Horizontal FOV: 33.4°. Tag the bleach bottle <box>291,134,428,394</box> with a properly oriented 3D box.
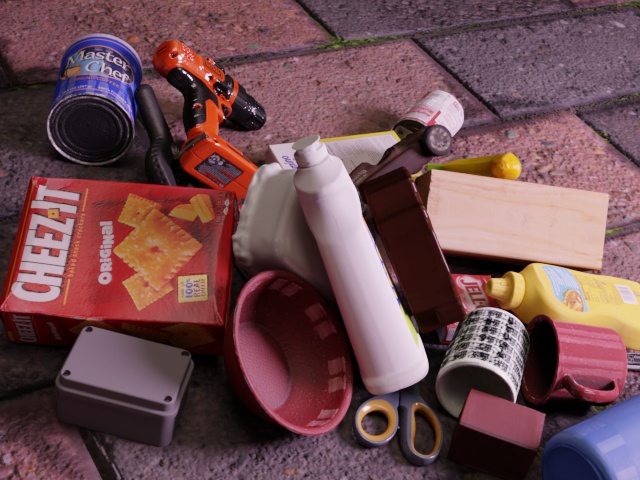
[{"bbox_3d":[0.031,0.019,1.026,0.068,0.251,0.102,-21,23,4],"label":"bleach bottle"}]

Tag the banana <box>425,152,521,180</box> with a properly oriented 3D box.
[{"bbox_3d":[0.198,-0.083,1.283,0.069,0.037,0.198,-9,4,-19],"label":"banana"}]

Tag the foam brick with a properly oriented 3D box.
[{"bbox_3d":[0.167,0.187,1.019,0.078,0.053,0.051,19,39,6],"label":"foam brick"}]

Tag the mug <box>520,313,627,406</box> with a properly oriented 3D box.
[{"bbox_3d":[0.261,0.130,1.079,0.081,0.093,0.117,8,18,-14],"label":"mug"}]

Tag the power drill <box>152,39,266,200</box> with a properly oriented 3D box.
[{"bbox_3d":[-0.121,-0.139,1.296,0.184,0.057,0.188,31,31,-41],"label":"power drill"}]

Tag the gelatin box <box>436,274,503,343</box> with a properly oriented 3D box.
[{"bbox_3d":[0.160,0.074,1.172,0.073,0.030,0.089,3,40,-12],"label":"gelatin box"}]

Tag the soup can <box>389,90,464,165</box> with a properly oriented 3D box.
[{"bbox_3d":[0.142,-0.150,1.413,0.068,0.068,0.102,26,40,16],"label":"soup can"}]

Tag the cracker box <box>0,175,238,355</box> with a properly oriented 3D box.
[{"bbox_3d":[-0.194,0.023,1.061,0.213,0.072,0.164,4,55,-2],"label":"cracker box"}]

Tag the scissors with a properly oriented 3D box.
[{"bbox_3d":[0.071,0.143,1.075,0.096,0.016,0.202,3,39,-12],"label":"scissors"}]

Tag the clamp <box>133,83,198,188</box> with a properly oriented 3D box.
[{"bbox_3d":[-0.181,-0.105,1.252,0.120,0.039,0.171,40,29,-31],"label":"clamp"}]

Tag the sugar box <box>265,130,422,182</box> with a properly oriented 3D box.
[{"bbox_3d":[0.029,-0.085,1.321,0.176,0.048,0.093,-10,46,-21],"label":"sugar box"}]

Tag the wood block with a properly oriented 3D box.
[{"bbox_3d":[0.213,-0.020,1.230,0.206,0.090,0.091,8,-5,-7],"label":"wood block"}]

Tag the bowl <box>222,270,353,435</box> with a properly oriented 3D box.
[{"bbox_3d":[-0.041,0.112,1.014,0.161,0.055,0.162,28,49,-39],"label":"bowl"}]

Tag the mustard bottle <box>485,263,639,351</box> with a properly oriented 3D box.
[{"bbox_3d":[0.270,0.067,1.167,0.191,0.058,0.096,12,34,-15],"label":"mustard bottle"}]

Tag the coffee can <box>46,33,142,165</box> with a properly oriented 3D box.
[{"bbox_3d":[-0.273,-0.173,1.300,0.102,0.103,0.140,6,39,-9],"label":"coffee can"}]
